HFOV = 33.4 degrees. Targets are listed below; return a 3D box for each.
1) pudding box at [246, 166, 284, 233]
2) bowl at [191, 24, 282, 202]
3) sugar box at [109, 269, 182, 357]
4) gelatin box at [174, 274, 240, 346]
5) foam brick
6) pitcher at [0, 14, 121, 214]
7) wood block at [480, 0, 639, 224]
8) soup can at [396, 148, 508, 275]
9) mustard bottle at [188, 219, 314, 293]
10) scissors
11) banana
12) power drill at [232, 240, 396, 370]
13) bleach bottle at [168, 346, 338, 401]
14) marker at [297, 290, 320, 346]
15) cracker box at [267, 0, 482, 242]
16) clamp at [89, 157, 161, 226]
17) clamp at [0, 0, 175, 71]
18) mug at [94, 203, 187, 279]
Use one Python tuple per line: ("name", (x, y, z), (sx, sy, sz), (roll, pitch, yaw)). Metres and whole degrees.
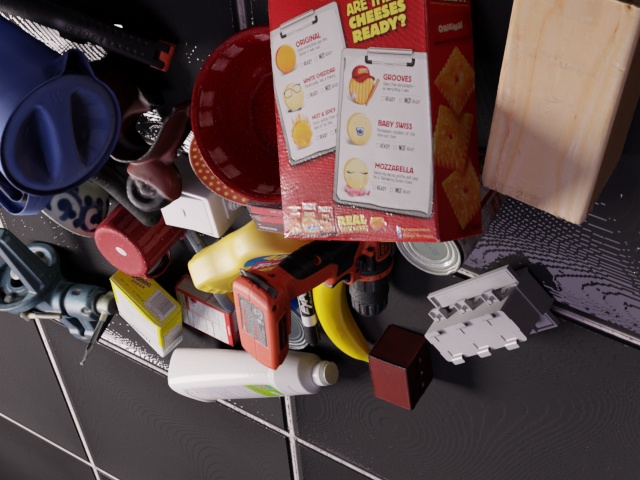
("pudding box", (-0.004, -0.053, 1.022), (0.090, 0.113, 0.039), (9, 140, 37))
("bowl", (-0.038, -0.118, 0.993), (0.162, 0.055, 0.162), (3, 99, 22))
("sugar box", (-0.227, 0.092, 1.412), (0.093, 0.048, 0.176), (44, 165, 8))
("gelatin box", (-0.144, 0.091, 1.391), (0.089, 0.030, 0.073), (24, 145, 20))
("foam brick", (0.091, 0.145, 1.215), (0.051, 0.053, 0.078), (18, 141, 28))
("pitcher", (-0.328, -0.148, 1.100), (0.243, 0.149, 0.145), (38, 163, 35))
("wood block", (0.188, -0.123, 0.786), (0.090, 0.090, 0.206), (24, 143, 19))
("soup can", (0.119, -0.026, 0.950), (0.069, 0.102, 0.068), (24, 144, 19))
("mustard bottle", (-0.057, 0.002, 1.151), (0.192, 0.096, 0.058), (-30, 75, 48))
("scissors", (-0.145, 0.007, 1.247), (0.201, 0.016, 0.096), (56, -174, -16))
("banana", (0.025, 0.070, 1.210), (0.070, 0.037, 0.198), (-1, 133, 20))
("power drill", (0.001, 0.045, 1.069), (0.057, 0.187, 0.184), (30, 143, 33))
("bleach bottle", (-0.079, 0.174, 1.389), (0.251, 0.068, 0.102), (-5, 159, 38))
("marker", (-0.017, 0.068, 1.229), (0.020, 0.020, 0.121), (10, 121, 36))
("cracker box", (0.044, -0.107, 0.871), (0.164, 0.071, 0.214), (1, 97, 41))
("clamp", (-0.247, -0.078, 1.203), (0.120, 0.039, 0.171), (40, -179, 29))
("clamp", (-0.250, -0.221, 1.082), (0.210, 0.036, 0.164), (19, -172, -9))
("mug", (-0.217, -0.002, 1.304), (0.093, 0.081, 0.117), (15, 139, 31))
